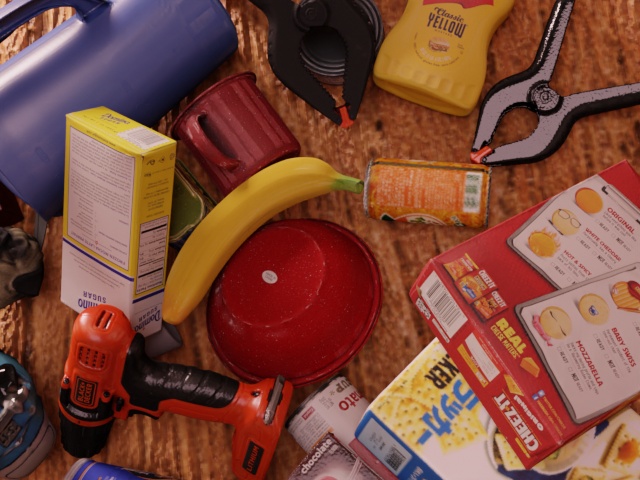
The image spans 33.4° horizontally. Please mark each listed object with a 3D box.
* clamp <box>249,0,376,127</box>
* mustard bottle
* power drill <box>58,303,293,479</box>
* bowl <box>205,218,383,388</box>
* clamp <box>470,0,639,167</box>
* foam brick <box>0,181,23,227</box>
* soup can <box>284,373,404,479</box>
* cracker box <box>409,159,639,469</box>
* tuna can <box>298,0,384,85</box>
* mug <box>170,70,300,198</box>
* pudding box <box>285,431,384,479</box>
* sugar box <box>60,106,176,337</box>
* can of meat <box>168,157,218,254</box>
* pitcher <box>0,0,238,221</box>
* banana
[{"bbox_3d":[-0.019,-0.196,0.916,0.164,0.036,0.210,-11,101,3],"label":"clamp"},{"bbox_3d":[0.121,-0.213,0.943,0.096,0.058,0.191,20,83,7],"label":"mustard bottle"},{"bbox_3d":[-0.127,0.145,0.888,0.187,0.185,0.057,18,45,-2],"label":"power drill"},{"bbox_3d":[-0.032,0.041,0.899,0.162,0.055,0.162,-9,60,16],"label":"bowl"},{"bbox_3d":[0.205,-0.118,0.924,0.120,0.039,0.171,41,95,18],"label":"clamp"},{"bbox_3d":[-0.319,-0.046,0.988,0.053,0.051,0.078,-25,78,3],"label":"foam brick"},{"bbox_3d":[0.028,0.170,0.886,0.068,0.068,0.102,-44,76,-1],"label":"soup can"},{"bbox_3d":[0.200,0.052,0.830,0.213,0.072,0.164,-25,71,-26],"label":"cracker box"},{"bbox_3d":[0.015,-0.185,0.968,0.086,0.033,0.086,-2,80,9],"label":"tuna can"},{"bbox_3d":[-0.075,-0.087,0.926,0.093,0.117,0.081,-40,81,19],"label":"mug"},{"bbox_3d":[0.004,0.219,0.821,0.090,0.039,0.113,39,80,15],"label":"pudding box"},{"bbox_3d":[-0.169,-0.012,0.882,0.093,0.048,0.176,28,125,32],"label":"sugar box"},{"bbox_3d":[-0.134,-0.036,0.940,0.057,0.084,0.102,-41,77,0],"label":"can of meat"},{"bbox_3d":[-0.198,-0.146,0.931,0.242,0.149,0.145,-41,86,-8],"label":"pitcher"},{"bbox_3d":[-0.061,-0.012,0.881,0.198,0.037,0.070,-37,47,-2],"label":"banana"}]
